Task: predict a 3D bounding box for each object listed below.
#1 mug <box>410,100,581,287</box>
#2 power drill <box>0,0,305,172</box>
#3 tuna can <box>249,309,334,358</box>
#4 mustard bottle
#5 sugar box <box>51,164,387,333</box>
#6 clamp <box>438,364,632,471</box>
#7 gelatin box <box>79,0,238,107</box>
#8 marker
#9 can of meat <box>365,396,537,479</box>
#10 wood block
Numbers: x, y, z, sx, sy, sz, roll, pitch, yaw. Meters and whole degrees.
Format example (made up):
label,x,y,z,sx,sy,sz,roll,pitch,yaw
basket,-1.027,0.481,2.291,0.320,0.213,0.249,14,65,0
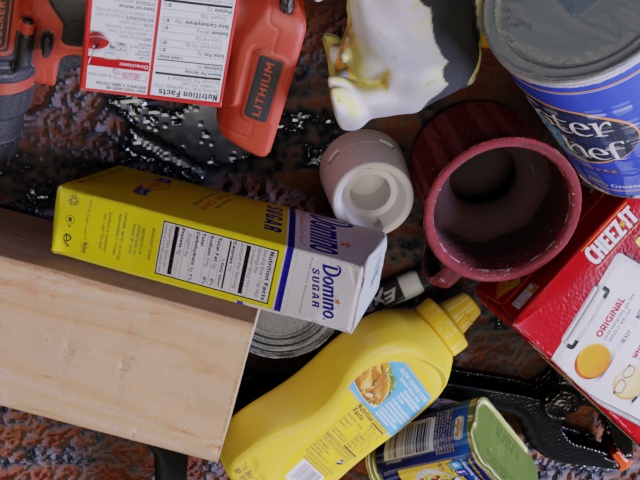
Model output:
label,x,y,z,sx,sy,sz,roll,pitch,yaw
mug,0.096,-0.025,0.653,0.093,0.081,0.117,19,114,-16
power drill,-0.112,-0.099,0.592,0.187,0.057,0.185,7,132,-16
tuna can,-0.026,0.030,0.686,0.086,0.033,0.086,1,107,2
mustard bottle,0.026,0.100,0.700,0.191,0.058,0.096,-38,137,-1
sugar box,-0.054,0.000,0.611,0.176,0.093,0.048,12,104,9
clamp,0.169,0.098,0.753,0.171,0.039,0.120,33,113,-20
gelatin box,-0.079,-0.113,0.528,0.073,0.030,0.089,5,128,-13
marker,0.038,0.040,0.716,0.121,0.020,0.020,-25,118,7
can of meat,0.094,0.159,0.745,0.084,0.057,0.102,-20,127,31
wood block,-0.145,0.049,0.631,0.206,0.091,0.090,15,104,-1
